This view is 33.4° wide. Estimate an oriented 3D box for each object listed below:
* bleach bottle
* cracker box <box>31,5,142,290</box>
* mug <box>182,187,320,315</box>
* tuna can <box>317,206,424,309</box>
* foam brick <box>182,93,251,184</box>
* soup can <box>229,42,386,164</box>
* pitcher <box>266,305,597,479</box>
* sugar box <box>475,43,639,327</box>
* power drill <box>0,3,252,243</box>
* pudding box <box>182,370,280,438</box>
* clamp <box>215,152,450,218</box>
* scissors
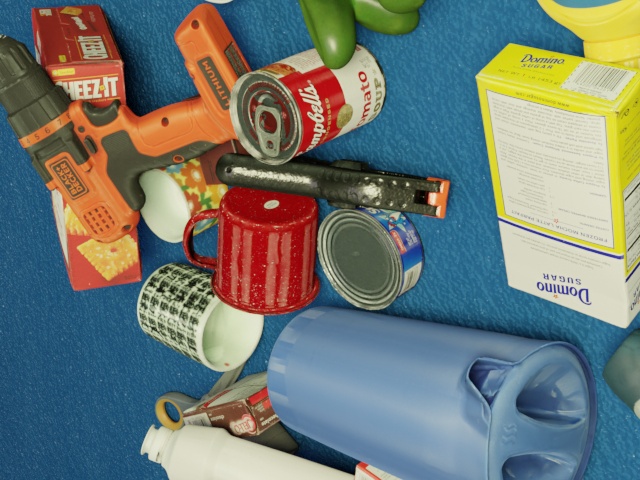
[{"bbox_3d":[-0.035,0.221,0.928,0.251,0.068,0.103,20,146,5],"label":"bleach bottle"},{"bbox_3d":[-0.212,-0.088,0.973,0.164,0.072,0.214,-122,29,-56],"label":"cracker box"},{"bbox_3d":[-0.056,0.001,0.883,0.117,0.093,0.081,6,122,3],"label":"mug"},{"bbox_3d":[0.040,0.010,0.848,0.086,0.033,0.086,23,126,35],"label":"tuna can"},{"bbox_3d":[-0.072,-0.090,0.892,0.053,0.051,0.078,1,111,46],"label":"foam brick"},{"bbox_3d":[-0.008,-0.103,0.782,0.069,0.102,0.068,21,125,35],"label":"soup can"},{"bbox_3d":[0.080,0.127,0.815,0.243,0.144,0.149,10,106,46],"label":"pitcher"},{"bbox_3d":[0.156,-0.032,0.668,0.093,0.048,0.176,22,145,36],"label":"sugar box"},{"bbox_3d":[-0.148,-0.107,0.825,0.188,0.057,0.184,-25,111,18],"label":"power drill"},{"bbox_3d":[-0.062,0.151,0.985,0.114,0.089,0.039,-20,94,49],"label":"pudding box"},{"bbox_3d":[0.019,-0.044,0.811,0.172,0.120,0.039,12,105,19],"label":"clamp"},{"bbox_3d":[-0.129,0.161,1.113,0.096,0.016,0.202,39,134,24],"label":"scissors"}]
